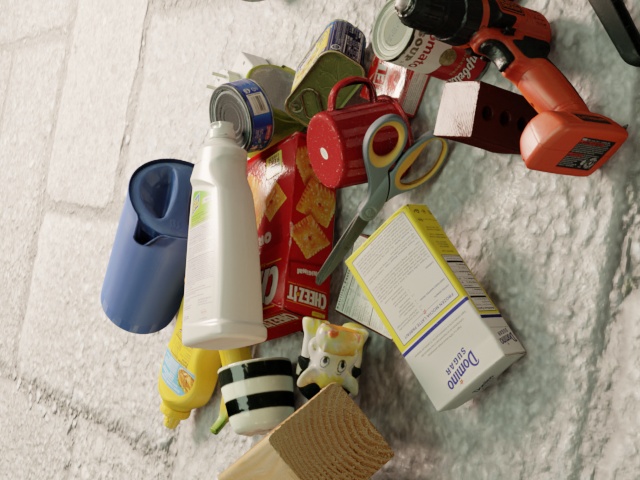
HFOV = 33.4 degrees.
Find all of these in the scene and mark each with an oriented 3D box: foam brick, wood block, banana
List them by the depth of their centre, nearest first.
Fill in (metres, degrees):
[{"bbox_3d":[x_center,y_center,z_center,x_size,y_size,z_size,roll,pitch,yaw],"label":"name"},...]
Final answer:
[{"bbox_3d":[0.153,-0.112,0.980,0.051,0.078,0.053,11,90,57],"label":"foam brick"},{"bbox_3d":[-0.020,0.222,1.051,0.090,0.090,0.206,50,153,6],"label":"wood block"},{"bbox_3d":[-0.116,0.131,1.291,0.037,0.069,0.198,-9,92,41],"label":"banana"}]

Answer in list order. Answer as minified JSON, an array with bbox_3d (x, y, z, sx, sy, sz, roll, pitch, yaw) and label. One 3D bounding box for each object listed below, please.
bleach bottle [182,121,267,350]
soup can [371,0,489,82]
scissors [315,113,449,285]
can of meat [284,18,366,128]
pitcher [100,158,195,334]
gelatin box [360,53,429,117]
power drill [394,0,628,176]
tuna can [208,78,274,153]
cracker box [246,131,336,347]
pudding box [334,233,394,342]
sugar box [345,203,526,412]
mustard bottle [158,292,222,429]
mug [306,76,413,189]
[{"bbox_3d":[-0.105,-0.010,1.168,0.103,0.067,0.251,-18,67,50],"label":"bleach bottle"},{"bbox_3d":[0.109,-0.195,1.043,0.069,0.102,0.068,-20,65,51],"label":"soup can"},{"bbox_3d":[0.041,-0.047,1.077,0.202,0.096,0.016,-42,28,9],"label":"scissors"},{"bbox_3d":[0.008,-0.189,1.203,0.102,0.057,0.084,-49,19,35],"label":"can of meat"},{"bbox_3d":[-0.208,0.011,1.410,0.243,0.149,0.145,-60,38,45],"label":"pitcher"},{"bbox_3d":[0.084,-0.183,1.139,0.073,0.030,0.089,38,112,52],"label":"gelatin box"},{"bbox_3d":[0.163,-0.142,0.900,0.057,0.184,0.188,-50,54,36],"label":"power drill"},{"bbox_3d":[-0.092,-0.142,1.229,0.086,0.033,0.086,25,124,44],"label":"tuna can"},{"bbox_3d":[-0.058,0.002,1.237,0.164,0.072,0.213,-22,56,50],"label":"cracker box"},{"bbox_3d":[0.068,0.049,1.095,0.114,0.039,0.090,25,102,56],"label":"pudding box"},{"bbox_3d":[0.104,0.061,0.994,0.093,0.048,0.176,-46,64,30],"label":"sugar box"},{"bbox_3d":[-0.166,0.158,1.380,0.096,0.058,0.192,36,111,45],"label":"mustard bottle"},{"bbox_3d":[0.037,-0.111,1.108,0.093,0.081,0.117,24,124,59],"label":"mug"}]
